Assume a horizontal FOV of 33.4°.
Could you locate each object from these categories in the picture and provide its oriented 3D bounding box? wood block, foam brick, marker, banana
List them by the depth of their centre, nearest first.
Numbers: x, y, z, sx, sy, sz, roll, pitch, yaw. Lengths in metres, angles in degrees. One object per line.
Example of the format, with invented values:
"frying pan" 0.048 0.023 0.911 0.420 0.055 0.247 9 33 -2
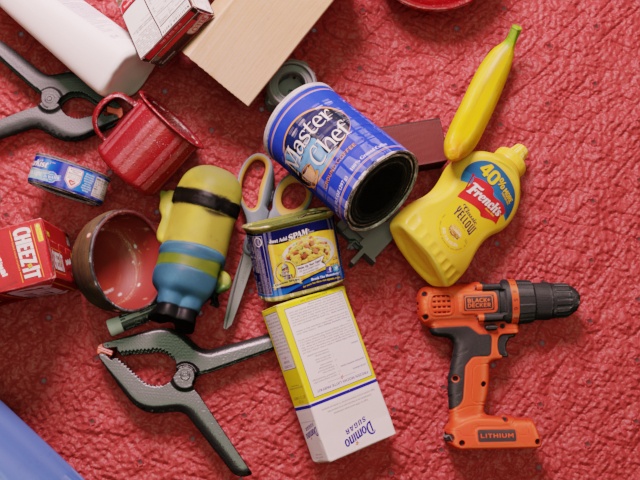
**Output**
"wood block" -0.055 -0.260 1.169 0.090 0.090 0.206 38 94 -20
"marker" -0.178 0.076 1.188 0.121 0.020 0.020 -21 86 -6
"banana" 0.176 -0.155 1.202 0.037 0.069 0.197 20 64 15
"foam brick" 0.100 -0.105 1.209 0.078 0.053 0.051 -10 85 -5

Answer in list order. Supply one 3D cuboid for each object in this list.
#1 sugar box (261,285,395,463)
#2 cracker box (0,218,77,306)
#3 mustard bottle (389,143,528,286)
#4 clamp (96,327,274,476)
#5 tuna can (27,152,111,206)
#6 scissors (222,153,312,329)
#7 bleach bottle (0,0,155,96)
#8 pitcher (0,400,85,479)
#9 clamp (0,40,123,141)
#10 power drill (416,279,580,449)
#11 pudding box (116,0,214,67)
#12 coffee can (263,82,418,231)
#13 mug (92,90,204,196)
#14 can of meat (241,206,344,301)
"sugar box" 0.009 0.145 1.166 0.093 0.048 0.176 -16 87 -31
"cracker box" -0.371 0.043 1.107 0.213 0.164 0.072 -15 87 -5
"mustard bottle" 0.168 -0.043 1.192 0.191 0.058 0.096 -44 107 -22
"clamp" -0.139 0.144 1.174 0.210 0.036 0.164 24 73 3
"tuna can" -0.274 -0.066 1.164 0.086 0.086 0.034 18 84 -2
"scissors" -0.058 0.001 1.200 0.096 0.016 0.202 2 80 -7
"bleach bottle" -0.304 -0.259 1.186 0.251 0.102 0.068 39 106 8
"pitcher" -0.373 0.226 1.114 0.243 0.149 0.145 41 68 -2
"clamp" -0.307 -0.164 1.197 0.171 0.039 0.120 1 88 -10
"power drill" 0.202 0.137 1.188 0.184 0.057 0.187 -2 81 0
"pudding box" -0.171 -0.258 1.146 0.090 0.039 0.113 -38 65 27
"coffee can" 0.021 -0.091 1.150 0.102 0.102 0.140 -43 59 -7
"mug" -0.197 -0.110 1.164 0.117 0.093 0.081 41 97 -23
"can of meat" -0.027 0.014 1.171 0.102 0.058 0.084 -14 99 -21
